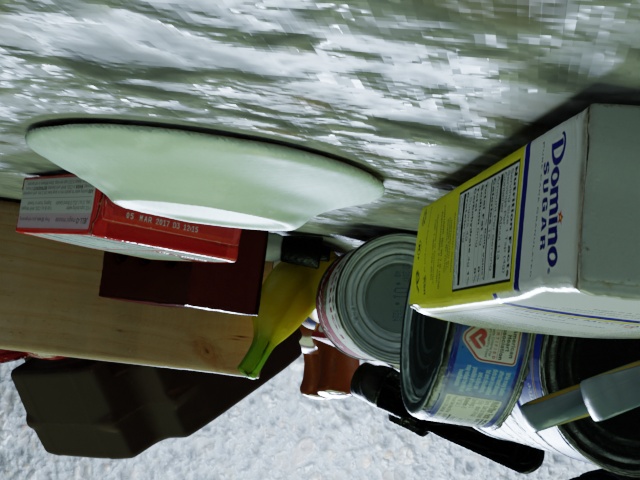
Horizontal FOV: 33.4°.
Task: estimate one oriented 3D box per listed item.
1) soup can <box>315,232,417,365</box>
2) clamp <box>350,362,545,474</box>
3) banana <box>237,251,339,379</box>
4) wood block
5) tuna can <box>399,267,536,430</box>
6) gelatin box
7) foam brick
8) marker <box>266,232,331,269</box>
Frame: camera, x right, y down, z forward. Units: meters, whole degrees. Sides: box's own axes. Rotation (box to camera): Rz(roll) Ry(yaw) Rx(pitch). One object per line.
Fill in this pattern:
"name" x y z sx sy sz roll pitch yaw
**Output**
"soup can" 0.035 0.033 0.577 0.068 0.068 0.102 8 175 -5
"clamp" 0.056 0.102 0.688 0.120 0.039 0.172 33 169 -18
"banana" -0.011 0.035 0.689 0.037 0.070 0.197 37 -167 9
"wood block" -0.142 0.031 0.692 0.206 0.090 0.091 8 175 -13
"tuna can" 0.058 0.031 0.428 0.033 0.086 0.086 10 175 -7
"gelatin box" -0.088 -0.011 0.490 0.073 0.030 0.089 13 173 -36
"foam brick" -0.073 0.010 0.569 0.078 0.053 0.051 1 172 44
"marker" -0.054 0.001 0.624 0.121 0.020 0.020 7 175 4
